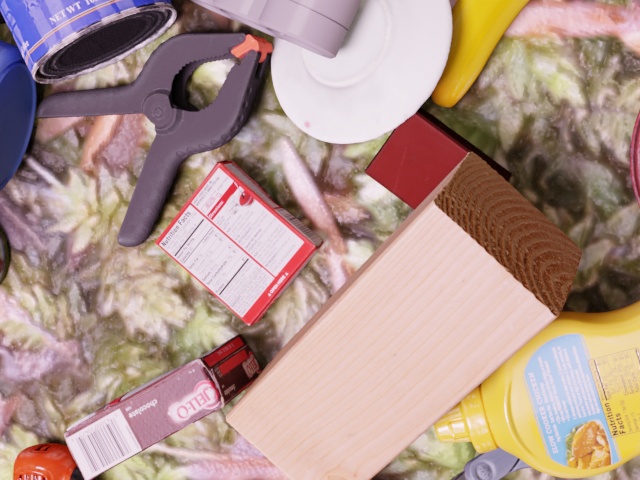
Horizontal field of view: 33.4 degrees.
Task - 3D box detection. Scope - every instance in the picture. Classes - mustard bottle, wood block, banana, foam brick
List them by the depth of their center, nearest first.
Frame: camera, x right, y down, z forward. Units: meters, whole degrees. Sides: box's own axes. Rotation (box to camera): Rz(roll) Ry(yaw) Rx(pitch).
[{"bbox_3d":[0.159,0.086,0.621,0.192,0.058,0.096,-17,96,12],"label":"mustard bottle"},{"bbox_3d":[0.047,0.058,0.639,0.091,0.090,0.206,42,122,0],"label":"wood block"},{"bbox_3d":[0.138,-0.162,0.656,0.198,0.037,0.069,-33,87,14],"label":"banana"},{"bbox_3d":[0.076,-0.042,0.675,0.078,0.053,0.051,37,102,6],"label":"foam brick"}]

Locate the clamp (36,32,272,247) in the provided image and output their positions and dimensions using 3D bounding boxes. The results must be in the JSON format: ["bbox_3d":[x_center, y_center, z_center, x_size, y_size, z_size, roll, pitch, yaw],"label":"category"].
[{"bbox_3d":[-0.111,-0.091,0.719,0.172,0.039,0.120,-43,90,15],"label":"clamp"}]

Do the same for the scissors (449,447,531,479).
[{"bbox_3d":[0.099,0.123,0.662,0.201,0.016,0.096,-16,76,-15],"label":"scissors"}]

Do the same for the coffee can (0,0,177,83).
[{"bbox_3d":[-0.169,-0.187,0.687,0.103,0.102,0.140,-26,90,14],"label":"coffee can"}]

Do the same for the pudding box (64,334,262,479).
[{"bbox_3d":[-0.102,0.109,0.711,0.114,0.090,0.039,-28,88,14],"label":"pudding box"}]

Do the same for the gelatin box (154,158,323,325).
[{"bbox_3d":[-0.055,0.001,0.720,0.089,0.030,0.073,41,104,6],"label":"gelatin box"}]
